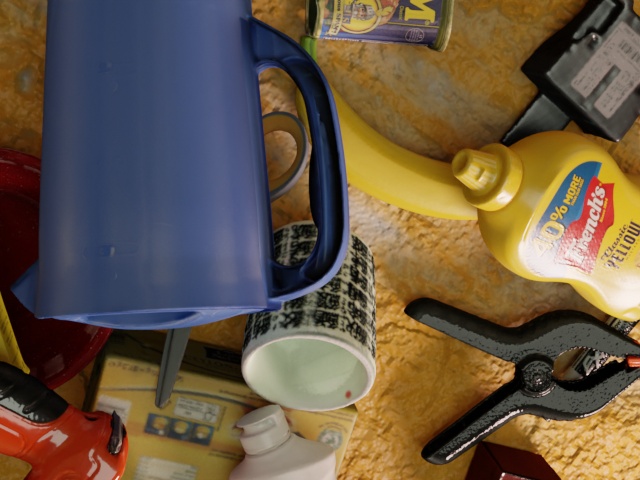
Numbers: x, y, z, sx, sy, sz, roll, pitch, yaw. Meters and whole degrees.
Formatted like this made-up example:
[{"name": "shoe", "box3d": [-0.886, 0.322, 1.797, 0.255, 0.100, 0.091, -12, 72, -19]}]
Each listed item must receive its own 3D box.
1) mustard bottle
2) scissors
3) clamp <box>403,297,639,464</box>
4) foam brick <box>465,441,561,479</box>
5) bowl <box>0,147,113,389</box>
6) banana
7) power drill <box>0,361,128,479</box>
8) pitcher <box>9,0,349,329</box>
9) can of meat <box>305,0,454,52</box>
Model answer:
[{"name": "mustard bottle", "box3d": [0.158, -0.017, 0.686, 0.191, 0.058, 0.096, 22, 104, -32]}, {"name": "scissors", "box3d": [-0.054, 0.001, 0.658, 0.096, 0.016, 0.202, -2, 81, 5]}, {"name": "clamp", "box3d": [0.139, 0.081, 0.738, 0.171, 0.039, 0.120, -16, 107, 1]}, {"name": "foam brick", "box3d": [0.132, 0.194, 0.766, 0.051, 0.053, 0.078, 16, 102, -14]}, {"name": "bowl", "box3d": [-0.203, 0.017, 0.659, 0.162, 0.055, 0.162, -2, 105, -9]}, {"name": "banana", "box3d": [0.057, -0.055, 0.696, 0.197, 0.037, 0.070, 30, 98, -16]}, {"name": "power drill", "box3d": [-0.213, 0.107, 0.572, 0.187, 0.057, 0.184, 39, 96, -18]}, {"name": "pitcher", "box3d": [-0.081, -0.073, 0.589, 0.149, 0.145, 0.243, 1, 84, -35]}, {"name": "can of meat", "box3d": [0.037, -0.170, 0.652, 0.084, 0.057, 0.102, 3, 103, -8]}]
